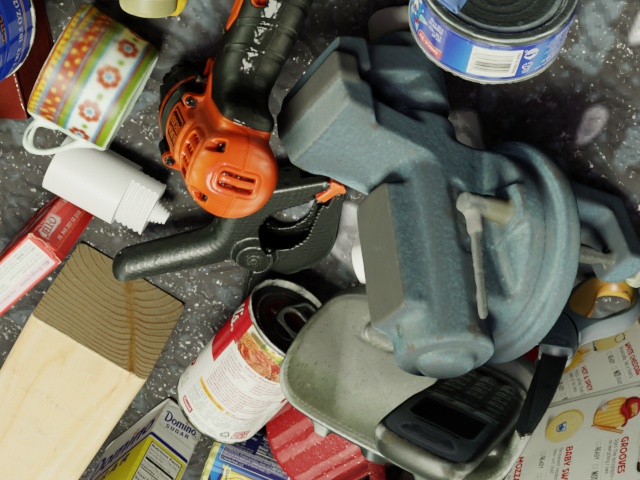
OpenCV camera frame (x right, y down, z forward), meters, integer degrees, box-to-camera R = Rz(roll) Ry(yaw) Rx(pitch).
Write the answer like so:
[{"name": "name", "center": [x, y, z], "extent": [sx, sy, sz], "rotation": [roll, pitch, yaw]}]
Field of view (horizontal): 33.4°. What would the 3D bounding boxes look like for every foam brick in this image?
[{"name": "foam brick", "center": [-0.202, -0.121, 0.664], "extent": [0.053, 0.051, 0.078], "rotation": [4, 123, 14]}]

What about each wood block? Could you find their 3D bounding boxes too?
[{"name": "wood block", "center": [-0.194, 0.115, 0.791], "extent": [0.090, 0.090, 0.206], "rotation": [32, 124, -8]}]

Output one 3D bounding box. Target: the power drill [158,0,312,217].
[{"name": "power drill", "center": [-0.037, -0.122, 0.573], "extent": [0.057, 0.184, 0.188], "rotation": [13, 109, -22]}]

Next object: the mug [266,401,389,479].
[{"name": "mug", "center": [0.018, 0.135, 0.736], "extent": [0.093, 0.117, 0.082], "rotation": [18, 138, -37]}]

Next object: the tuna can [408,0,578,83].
[{"name": "tuna can", "center": [0.090, -0.126, 0.558], "extent": [0.086, 0.086, 0.034], "rotation": [16, 152, 5]}]

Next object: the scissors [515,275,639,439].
[{"name": "scissors", "center": [0.121, 0.056, 0.618], "extent": [0.096, 0.201, 0.016], "rotation": [14, 116, 34]}]

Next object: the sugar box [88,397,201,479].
[{"name": "sugar box", "center": [-0.152, 0.203, 0.784], "extent": [0.048, 0.176, 0.093], "rotation": [41, 122, -15]}]

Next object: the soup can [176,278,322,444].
[{"name": "soup can", "center": [-0.043, 0.082, 0.711], "extent": [0.068, 0.068, 0.102], "rotation": [36, 125, -9]}]

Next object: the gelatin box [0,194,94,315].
[{"name": "gelatin box", "center": [-0.198, 0.007, 0.732], "extent": [0.030, 0.073, 0.089], "rotation": [43, 122, -15]}]

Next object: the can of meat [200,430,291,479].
[{"name": "can of meat", "center": [-0.050, 0.195, 0.825], "extent": [0.084, 0.057, 0.102], "rotation": [21, 124, 4]}]

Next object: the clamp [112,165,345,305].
[{"name": "clamp", "center": [-0.055, 0.001, 0.704], "extent": [0.120, 0.039, 0.172], "rotation": [23, 125, -28]}]
